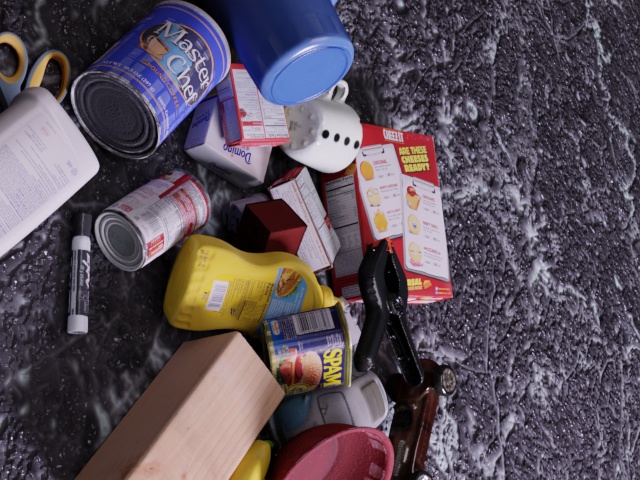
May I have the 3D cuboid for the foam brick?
[{"bbox_3d":[-0.058,0.001,1.155,0.051,0.078,0.053,-13,46,-38],"label":"foam brick"}]

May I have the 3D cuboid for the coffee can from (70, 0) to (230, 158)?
[{"bbox_3d":[-0.169,-0.164,1.076,0.102,0.103,0.140,55,46,-22],"label":"coffee can"}]

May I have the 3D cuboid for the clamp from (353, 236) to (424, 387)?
[{"bbox_3d":[0.079,0.084,1.212,0.120,0.039,0.171,38,49,-49],"label":"clamp"}]

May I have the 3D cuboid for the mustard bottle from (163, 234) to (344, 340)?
[{"bbox_3d":[-0.061,0.056,1.112,0.191,0.058,0.096,12,107,-27],"label":"mustard bottle"}]

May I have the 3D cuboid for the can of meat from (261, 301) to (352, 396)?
[{"bbox_3d":[-0.015,0.115,1.100,0.084,0.102,0.057,-10,52,-8],"label":"can of meat"}]

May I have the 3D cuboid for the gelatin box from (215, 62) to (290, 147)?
[{"bbox_3d":[-0.075,-0.146,1.160,0.073,0.030,0.089,-7,86,-47],"label":"gelatin box"}]

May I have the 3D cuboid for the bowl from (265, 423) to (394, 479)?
[{"bbox_3d":[-0.003,0.244,1.093,0.161,0.055,0.162,-21,129,-28],"label":"bowl"}]

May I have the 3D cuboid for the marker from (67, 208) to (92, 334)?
[{"bbox_3d":[-0.230,0.028,1.019,0.020,0.020,0.121,14,69,-44],"label":"marker"}]

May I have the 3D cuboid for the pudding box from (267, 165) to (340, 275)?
[{"bbox_3d":[-0.018,-0.023,1.220,0.113,0.039,0.090,65,13,-9],"label":"pudding box"}]

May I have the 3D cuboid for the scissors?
[{"bbox_3d":[-0.297,-0.114,0.990,0.096,0.016,0.201,43,51,-28],"label":"scissors"}]

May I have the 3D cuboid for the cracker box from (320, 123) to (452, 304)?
[{"bbox_3d":[0.080,-0.029,1.330,0.163,0.072,0.214,4,76,-47],"label":"cracker box"}]

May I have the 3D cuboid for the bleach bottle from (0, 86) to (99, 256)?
[{"bbox_3d":[-0.308,-0.024,0.908,0.250,0.068,0.102,-46,111,-35],"label":"bleach bottle"}]

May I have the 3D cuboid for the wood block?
[{"bbox_3d":[-0.134,0.192,1.023,0.090,0.091,0.205,55,45,-21],"label":"wood block"}]

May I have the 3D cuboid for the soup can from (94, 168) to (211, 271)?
[{"bbox_3d":[-0.167,-0.021,1.064,0.102,0.069,0.068,-39,108,-45],"label":"soup can"}]

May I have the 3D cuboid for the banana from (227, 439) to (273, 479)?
[{"bbox_3d":[-0.084,0.268,1.024,0.197,0.037,0.069,-66,150,-30],"label":"banana"}]

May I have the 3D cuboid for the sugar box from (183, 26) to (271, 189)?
[{"bbox_3d":[-0.090,-0.156,1.203,0.093,0.048,0.176,34,60,-36],"label":"sugar box"}]

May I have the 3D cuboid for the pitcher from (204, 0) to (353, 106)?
[{"bbox_3d":[-0.051,-0.271,1.139,0.144,0.149,0.243,6,51,-54],"label":"pitcher"}]
